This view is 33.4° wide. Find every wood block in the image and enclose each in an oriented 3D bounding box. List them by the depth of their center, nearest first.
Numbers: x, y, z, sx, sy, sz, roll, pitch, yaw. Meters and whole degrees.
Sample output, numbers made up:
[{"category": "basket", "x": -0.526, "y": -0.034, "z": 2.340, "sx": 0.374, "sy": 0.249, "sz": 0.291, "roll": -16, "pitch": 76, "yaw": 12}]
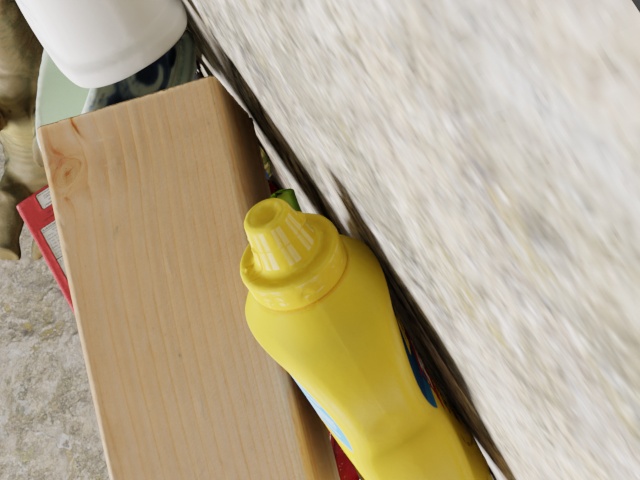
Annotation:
[{"category": "wood block", "x": -0.060, "y": 0.040, "z": 0.517, "sx": 0.090, "sy": 0.091, "sz": 0.206, "roll": 39, "pitch": -144, "yaw": -78}]

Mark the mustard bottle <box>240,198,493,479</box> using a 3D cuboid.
[{"category": "mustard bottle", "x": 0.016, "y": 0.053, "z": 0.454, "sx": 0.191, "sy": 0.058, "sz": 0.096, "roll": 59, "pitch": -178, "yaw": -40}]

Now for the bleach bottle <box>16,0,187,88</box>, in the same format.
[{"category": "bleach bottle", "x": -0.127, "y": -0.167, "z": 0.407, "sx": 0.103, "sy": 0.068, "sz": 0.251, "roll": 55, "pitch": 174, "yaw": 25}]
